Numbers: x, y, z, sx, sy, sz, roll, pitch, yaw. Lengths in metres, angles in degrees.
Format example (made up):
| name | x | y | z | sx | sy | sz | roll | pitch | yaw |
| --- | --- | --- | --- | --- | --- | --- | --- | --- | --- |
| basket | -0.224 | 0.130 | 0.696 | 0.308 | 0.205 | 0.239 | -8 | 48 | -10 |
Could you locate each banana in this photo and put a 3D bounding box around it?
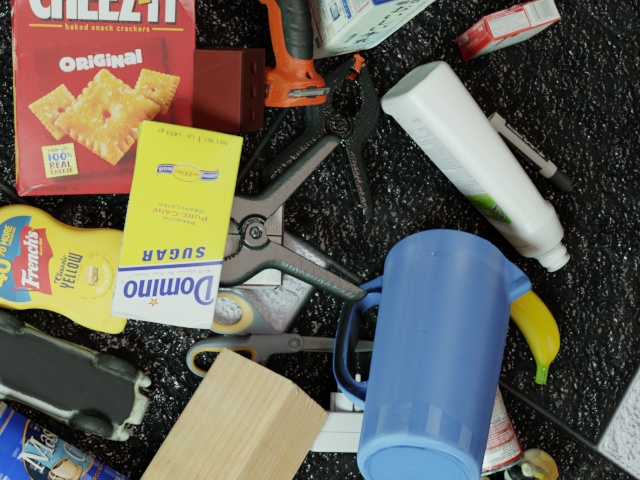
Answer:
| name | x | y | z | sx | sy | sz | roll | pitch | yaw |
| --- | --- | --- | --- | --- | --- | --- | --- | --- | --- |
| banana | 0.187 | 0.066 | 1.122 | 0.197 | 0.037 | 0.069 | 41 | 74 | -8 |

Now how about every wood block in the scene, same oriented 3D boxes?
| name | x | y | z | sx | sy | sz | roll | pitch | yaw |
| --- | --- | --- | --- | --- | --- | --- | --- | --- | --- |
| wood block | -0.092 | 0.217 | 0.979 | 0.206 | 0.090 | 0.090 | -58 | 144 | -14 |

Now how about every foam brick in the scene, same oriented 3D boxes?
| name | x | y | z | sx | sy | sz | roll | pitch | yaw |
| --- | --- | --- | --- | --- | --- | --- | --- | --- | --- |
| foam brick | -0.085 | -0.140 | 0.992 | 0.051 | 0.053 | 0.078 | 6 | 103 | 18 |

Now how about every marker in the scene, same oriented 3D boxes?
| name | x | y | z | sx | sy | sz | roll | pitch | yaw |
| --- | --- | --- | --- | --- | --- | --- | --- | --- | --- |
| marker | 0.229 | -0.094 | 1.162 | 0.121 | 0.020 | 0.020 | 40 | 75 | -9 |

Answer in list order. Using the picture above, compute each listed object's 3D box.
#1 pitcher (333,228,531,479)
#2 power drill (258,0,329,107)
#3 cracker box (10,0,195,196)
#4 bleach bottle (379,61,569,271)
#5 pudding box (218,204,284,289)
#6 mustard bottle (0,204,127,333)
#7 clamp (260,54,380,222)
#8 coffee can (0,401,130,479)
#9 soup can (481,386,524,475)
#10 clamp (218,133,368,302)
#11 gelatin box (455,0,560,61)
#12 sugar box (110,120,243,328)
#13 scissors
| name | x | y | z | sx | sy | sz | roll | pitch | yaw |
| --- | --- | --- | --- | --- | --- | --- | --- | --- | --- |
| pitcher | 0.096 | 0.118 | 0.995 | 0.145 | 0.149 | 0.242 | 27 | 46 | -11 |
| power drill | -0.055 | -0.225 | 1.036 | 0.057 | 0.185 | 0.188 | -13 | 107 | -37 |
| cracker box | -0.200 | -0.150 | 0.985 | 0.164 | 0.072 | 0.214 | -2 | 102 | -19 |
| bleach bottle | 0.171 | -0.070 | 1.111 | 0.068 | 0.103 | 0.250 | -42 | 103 | -8 |
| pudding box | -0.092 | 0.002 | 1.047 | 0.113 | 0.039 | 0.090 | 2 | 85 | -14 |
| mustard bottle | -0.264 | 0.019 | 0.984 | 0.191 | 0.058 | 0.096 | 16 | 87 | -14 |
| clamp | 0.024 | -0.104 | 1.092 | 0.120 | 0.039 | 0.171 | 29 | 77 | -13 |
| coffee can | -0.251 | 0.222 | 0.942 | 0.140 | 0.103 | 0.102 | 34 | 76 | -10 |
| soup can | 0.159 | 0.181 | 1.085 | 0.068 | 0.069 | 0.102 | -18 | 89 | -18 |
| clamp | -0.057 | 0.001 | 1.015 | 0.209 | 0.036 | 0.164 | -17 | 91 | -12 |
| gelatin box | 0.199 | -0.227 | 1.140 | 0.089 | 0.073 | 0.030 | -20 | 89 | -17 |
| sugar box | -0.129 | -0.013 | 0.959 | 0.093 | 0.048 | 0.176 | 8 | 89 | -11 |
| scissors | -0.038 | 0.085 | 1.062 | 0.201 | 0.016 | 0.096 | -12 | 95 | -17 |
